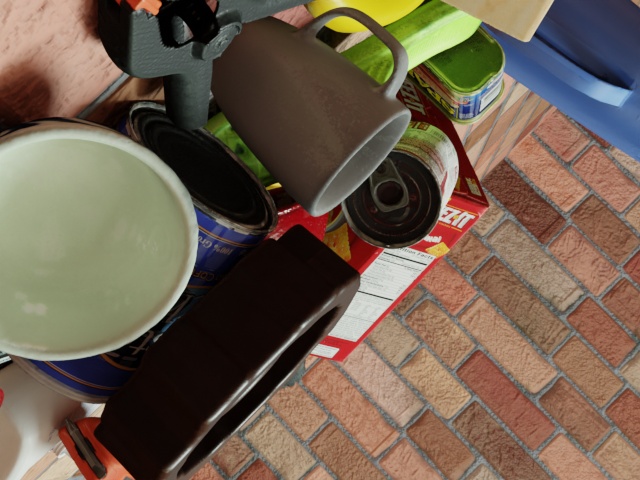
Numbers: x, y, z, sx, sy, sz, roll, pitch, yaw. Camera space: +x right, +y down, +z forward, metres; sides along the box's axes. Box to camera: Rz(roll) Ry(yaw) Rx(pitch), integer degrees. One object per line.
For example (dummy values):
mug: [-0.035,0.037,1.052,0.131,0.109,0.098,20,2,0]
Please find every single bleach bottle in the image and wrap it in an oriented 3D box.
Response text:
bleach bottle: [-0.179,0.097,0.851,0.103,0.068,0.250,-50,173,38]

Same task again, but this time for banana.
banana: [0.035,-0.166,0.678,0.197,0.037,0.070,-39,145,-49]

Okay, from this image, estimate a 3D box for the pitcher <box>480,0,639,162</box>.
pitcher: [0.261,-0.172,1.015,0.149,0.243,0.145,-48,170,-16]

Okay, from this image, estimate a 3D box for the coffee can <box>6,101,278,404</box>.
coffee can: [-0.107,0.008,0.599,0.140,0.103,0.102,-47,171,19]

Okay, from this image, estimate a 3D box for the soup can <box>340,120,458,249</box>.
soup can: [0.058,-0.041,0.742,0.069,0.068,0.102,-48,-179,22]

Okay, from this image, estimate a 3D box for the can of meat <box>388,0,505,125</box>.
can of meat: [0.100,-0.148,0.850,0.057,0.102,0.084,-44,170,-1]

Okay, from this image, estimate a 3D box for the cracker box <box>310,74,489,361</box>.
cracker box: [0.032,-0.025,0.922,0.072,0.164,0.214,15,131,-33]

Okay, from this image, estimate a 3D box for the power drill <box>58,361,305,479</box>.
power drill: [-0.093,0.118,0.807,0.187,0.057,0.184,-38,160,-7]

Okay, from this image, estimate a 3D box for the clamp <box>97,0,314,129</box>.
clamp: [-0.062,-0.099,0.511,0.120,0.039,0.171,-52,164,19]
